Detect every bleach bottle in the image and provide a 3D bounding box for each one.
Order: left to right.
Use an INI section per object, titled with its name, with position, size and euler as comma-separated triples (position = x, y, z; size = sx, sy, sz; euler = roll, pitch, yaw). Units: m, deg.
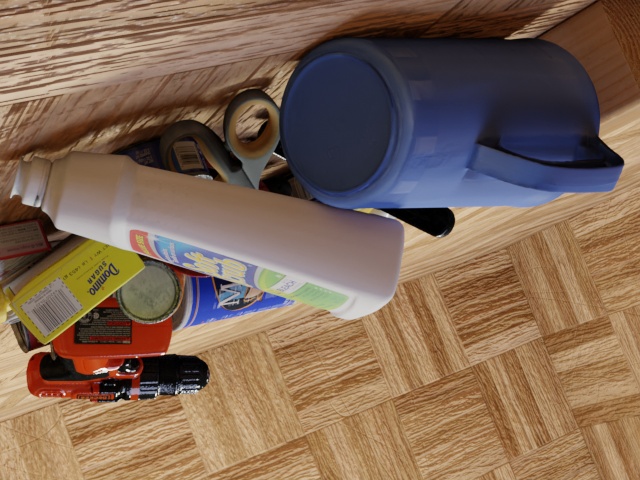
[bleach bottle]
position = -0.077, -0.009, 0.707
size = 0.250, 0.068, 0.103
euler = 14, 165, -16

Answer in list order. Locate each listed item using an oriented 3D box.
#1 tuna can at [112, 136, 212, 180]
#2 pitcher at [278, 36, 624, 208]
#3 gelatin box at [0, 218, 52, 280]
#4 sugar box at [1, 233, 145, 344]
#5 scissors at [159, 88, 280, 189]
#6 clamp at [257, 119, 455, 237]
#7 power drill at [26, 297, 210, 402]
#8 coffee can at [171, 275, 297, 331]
[tuna can]
position = -0.124, -0.045, 0.775
size = 0.086, 0.034, 0.086
euler = -21, 173, -3
[pitcher]
position = 0.094, -0.079, 0.748
size = 0.149, 0.145, 0.242
euler = -23, 171, 39
[gelatin box]
position = -0.266, 0.014, 0.827
size = 0.073, 0.030, 0.089
euler = -28, 173, 40
[sugar box]
position = -0.196, 0.029, 0.830
size = 0.093, 0.048, 0.176
euler = -38, -170, -13
[scissors]
position = -0.041, -0.043, 0.774
size = 0.096, 0.016, 0.201
euler = -42, 145, 7
[clamp]
position = 0.013, -0.058, 0.886
size = 0.036, 0.164, 0.210
euler = -62, -167, 2
[power drill]
position = -0.188, 0.112, 1.024
size = 0.184, 0.057, 0.188
euler = 0, 156, -14
[coffee can]
position = -0.099, 0.029, 1.088
size = 0.140, 0.103, 0.103
euler = -10, 168, -33
